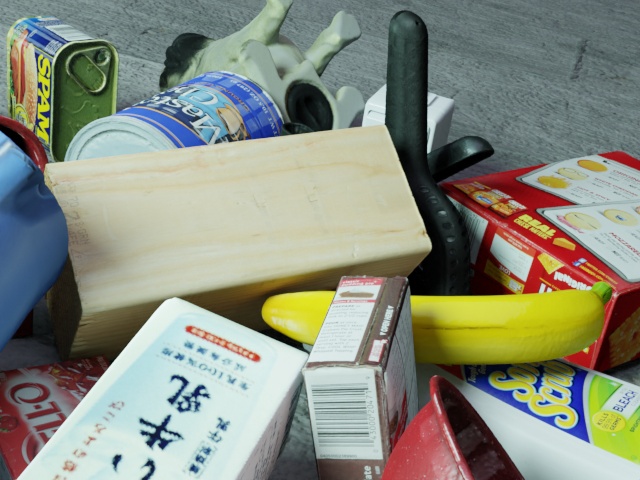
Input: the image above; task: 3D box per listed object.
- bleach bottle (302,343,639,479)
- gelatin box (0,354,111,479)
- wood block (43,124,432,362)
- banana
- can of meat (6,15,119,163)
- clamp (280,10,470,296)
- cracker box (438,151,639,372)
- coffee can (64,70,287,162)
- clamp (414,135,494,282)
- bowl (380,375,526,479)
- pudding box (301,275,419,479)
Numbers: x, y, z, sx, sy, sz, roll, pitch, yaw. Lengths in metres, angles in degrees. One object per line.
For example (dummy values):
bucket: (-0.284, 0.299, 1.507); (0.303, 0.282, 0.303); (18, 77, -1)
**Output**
bleach bottle: (0.097, 0.095, 0.576); (0.251, 0.068, 0.102); (21, 30, 26)
gelatin box: (-0.128, 0.096, 0.531); (0.073, 0.030, 0.089); (-7, 31, -29)
wood block: (-0.054, 0.001, 0.626); (0.205, 0.091, 0.090); (-9, 67, -25)
banana: (0.067, 0.045, 0.570); (0.197, 0.037, 0.069); (-1, 5, -2)
can of meat: (-0.208, -0.122, 0.852); (0.057, 0.102, 0.084); (-14, 33, -39)
clamp: (0.043, -0.024, 0.708); (0.036, 0.210, 0.165); (-12, -8, -34)
cracker box: (0.207, 0.008, 0.772); (0.213, 0.072, 0.164); (-11, 34, -37)
coffee can: (-0.098, -0.055, 0.755); (0.103, 0.103, 0.140); (19, 28, 18)
clamp: (0.049, -0.015, 0.759); (0.039, 0.120, 0.172); (6, 1, -43)
bowl: (0.068, 0.137, 0.432); (0.055, 0.162, 0.162); (-33, 29, 9)
pudding box: (0.024, 0.086, 0.510); (0.039, 0.113, 0.090); (0, 25, 12)
